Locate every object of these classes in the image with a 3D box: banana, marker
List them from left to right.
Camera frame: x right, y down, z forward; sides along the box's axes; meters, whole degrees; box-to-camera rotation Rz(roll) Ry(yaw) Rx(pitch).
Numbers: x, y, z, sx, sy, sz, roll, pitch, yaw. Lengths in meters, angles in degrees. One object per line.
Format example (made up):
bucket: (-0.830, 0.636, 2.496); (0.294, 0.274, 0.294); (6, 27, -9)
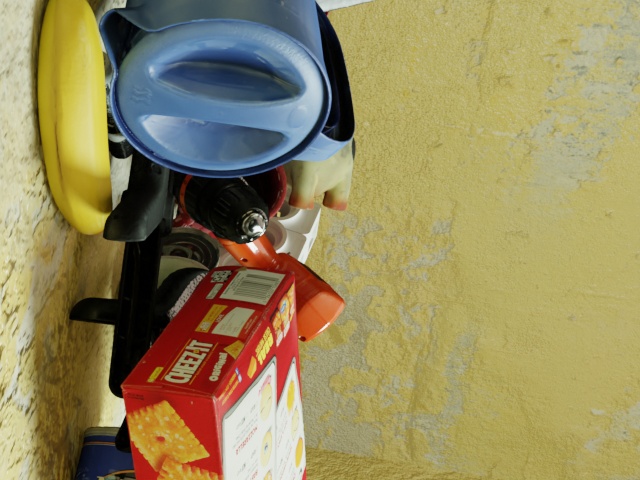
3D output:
banana: (-0.142, -0.067, 0.638); (0.069, 0.037, 0.198); (-77, 176, -51)
marker: (-0.144, -0.089, 0.729); (0.121, 0.020, 0.020); (93, 7, -67)

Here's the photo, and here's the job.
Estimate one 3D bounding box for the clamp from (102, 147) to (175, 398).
clamp: (-0.118, -0.021, 0.721); (0.165, 0.036, 0.210); (102, -7, -52)

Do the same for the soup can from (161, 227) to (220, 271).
soup can: (-0.129, 0.046, 0.998); (0.102, 0.068, 0.068); (97, 3, -47)

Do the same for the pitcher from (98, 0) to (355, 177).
pitcher: (-0.058, -0.166, 0.715); (0.149, 0.145, 0.243); (81, 4, -52)

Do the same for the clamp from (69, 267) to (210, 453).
clamp: (-0.118, 0.063, 0.806); (0.171, 0.039, 0.120); (-49, 133, -46)

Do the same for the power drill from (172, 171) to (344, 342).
power drill: (-0.056, 0.001, 0.885); (0.187, 0.057, 0.185); (53, -8, -35)

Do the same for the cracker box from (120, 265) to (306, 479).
cracker box: (-0.067, 0.148, 0.754); (0.164, 0.072, 0.214); (-59, 151, -58)
